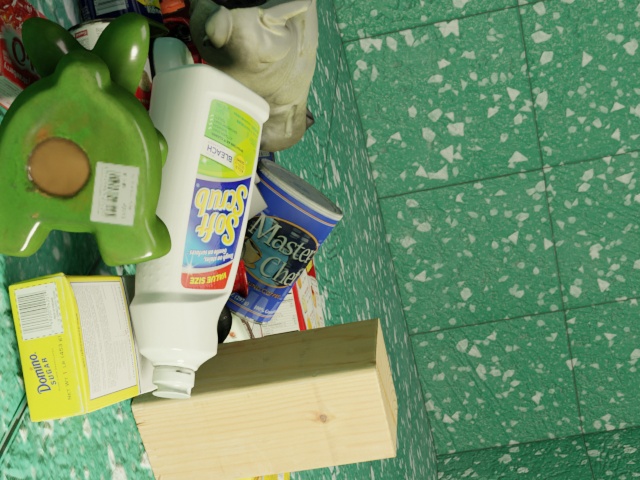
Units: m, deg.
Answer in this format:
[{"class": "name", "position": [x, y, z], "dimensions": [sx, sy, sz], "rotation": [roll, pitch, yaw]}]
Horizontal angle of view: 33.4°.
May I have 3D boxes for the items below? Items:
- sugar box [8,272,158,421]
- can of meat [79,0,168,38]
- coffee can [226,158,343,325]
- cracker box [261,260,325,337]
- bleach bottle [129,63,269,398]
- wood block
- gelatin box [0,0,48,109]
[{"class": "sugar box", "position": [-0.163, 0.072, 0.768], "dimensions": [0.176, 0.048, 0.093], "rotation": [28, 52, -83]}, {"class": "can of meat", "position": [-0.181, -0.224, 0.952], "dimensions": [0.102, 0.057, 0.084], "rotation": [-27, 105, -80]}, {"class": "coffee can", "position": [-0.057, 0.001, 1.101], "dimensions": [0.102, 0.140, 0.103], "rotation": [33, 10, -7]}, {"class": "cracker box", "position": [-0.042, 0.099, 1.411], "dimensions": [0.164, 0.072, 0.214], "rotation": [-5, 84, -81]}, {"class": "bleach bottle", "position": [-0.096, -0.003, 0.825], "dimensions": [0.102, 0.068, 0.251], "rotation": [27, 61, -53]}, {"class": "wood block", "position": [-0.044, 0.140, 0.915], "dimensions": [0.090, 0.206, 0.091], "rotation": [-79, 158, -65]}, {"class": "gelatin box", "position": [-0.212, -0.131, 0.733], "dimensions": [0.089, 0.030, 0.073], "rotation": [45, 36, -74]}]
